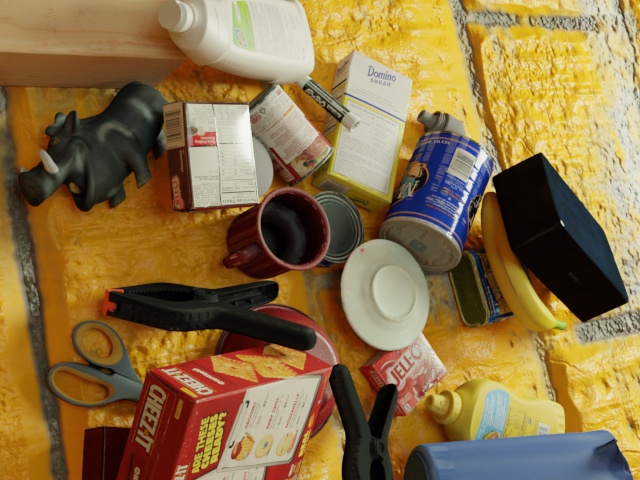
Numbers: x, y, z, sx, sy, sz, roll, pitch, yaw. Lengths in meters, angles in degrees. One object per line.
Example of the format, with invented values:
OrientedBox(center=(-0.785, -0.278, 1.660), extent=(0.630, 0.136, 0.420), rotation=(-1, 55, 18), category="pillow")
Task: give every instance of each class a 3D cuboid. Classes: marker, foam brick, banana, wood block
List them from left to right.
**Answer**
OrientedBox(center=(-0.253, -0.214, 1.093), extent=(0.205, 0.091, 0.090), rotation=(-4, 78, -34), category="wood block")
OrientedBox(center=(-0.196, 0.220, 1.030), extent=(0.052, 0.051, 0.078), rotation=(10, 71, -32), category="foam brick")
OrientedBox(center=(-0.002, -0.173, 1.262), extent=(0.121, 0.020, 0.020), rotation=(42, 53, 16), category="marker")
OrientedBox(center=(0.237, 0.036, 1.311), extent=(0.198, 0.037, 0.069), rotation=(63, 31, -3), category="banana")

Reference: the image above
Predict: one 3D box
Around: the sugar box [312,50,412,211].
OrientedBox(center=(0.052, -0.133, 1.300), extent=(0.093, 0.048, 0.176), rotation=(23, 62, -23), category="sugar box")

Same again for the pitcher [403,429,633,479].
OrientedBox(center=(0.220, 0.293, 1.222), extent=(0.242, 0.145, 0.149), rotation=(2, 89, -14), category="pitcher")

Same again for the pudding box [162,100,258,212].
OrientedBox(center=(-0.113, -0.087, 1.104), extent=(0.089, 0.039, 0.113), rotation=(-6, 92, -45), category="pudding box")

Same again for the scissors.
OrientedBox(center=(-0.179, 0.139, 1.087), extent=(0.201, 0.016, 0.096), rotation=(14, 69, -30), category="scissors")

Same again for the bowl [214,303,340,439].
OrientedBox(center=(-0.033, 0.143, 1.158), extent=(0.161, 0.055, 0.162), rotation=(9, 72, -31), category="bowl")

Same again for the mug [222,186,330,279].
OrientedBox(center=(-0.058, 0.001, 1.165), extent=(0.117, 0.082, 0.093), rotation=(-34, 96, -35), category="mug")

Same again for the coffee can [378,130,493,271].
OrientedBox(center=(0.142, -0.048, 1.298), extent=(0.102, 0.103, 0.140), rotation=(36, 60, -20), category="coffee can")

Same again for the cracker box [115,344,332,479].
OrientedBox(center=(-0.093, 0.192, 1.013), extent=(0.213, 0.072, 0.164), rotation=(-4, 115, -55), category="cracker box")

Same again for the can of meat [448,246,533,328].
OrientedBox(center=(0.215, 0.055, 1.346), extent=(0.083, 0.058, 0.102), rotation=(-11, 82, -33), category="can of meat")

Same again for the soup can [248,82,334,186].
OrientedBox(center=(-0.043, -0.121, 1.219), extent=(0.102, 0.069, 0.068), rotation=(48, 56, -12), category="soup can")

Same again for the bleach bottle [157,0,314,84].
OrientedBox(center=(-0.093, -0.230, 1.150), extent=(0.250, 0.068, 0.102), rotation=(-2, 77, -64), category="bleach bottle")

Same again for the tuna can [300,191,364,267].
OrientedBox(center=(0.007, -0.012, 1.242), extent=(0.086, 0.034, 0.086), rotation=(10, 71, -31), category="tuna can")

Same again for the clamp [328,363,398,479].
OrientedBox(center=(0.044, 0.216, 1.141), extent=(0.120, 0.039, 0.171), rotation=(32, 48, -40), category="clamp")

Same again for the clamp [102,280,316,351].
OrientedBox(center=(-0.112, 0.072, 1.085), extent=(0.209, 0.165, 0.036), rotation=(3, 104, -25), category="clamp")

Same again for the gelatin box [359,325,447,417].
OrientedBox(center=(0.099, 0.153, 1.257), extent=(0.089, 0.030, 0.073), rotation=(-39, 98, -35), category="gelatin box")

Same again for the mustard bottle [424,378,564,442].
OrientedBox(center=(0.206, 0.220, 1.291), extent=(0.191, 0.058, 0.096), rotation=(21, 80, -27), category="mustard bottle")
